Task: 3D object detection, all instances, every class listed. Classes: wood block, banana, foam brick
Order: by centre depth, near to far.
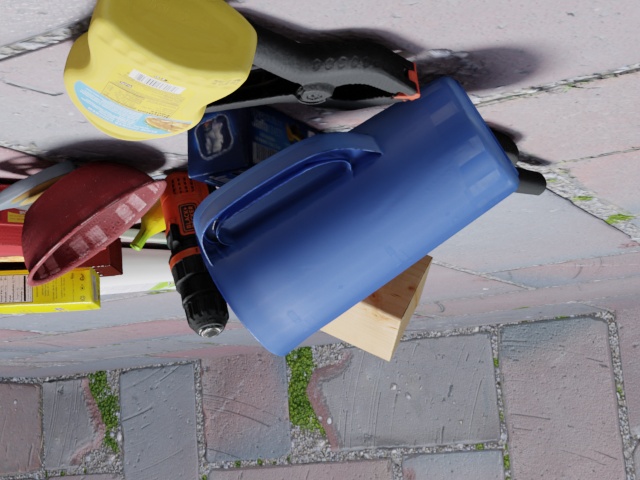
[{"bbox_3d":[0.001,0.031,1.123,0.206,0.090,0.091,23,146,10],"label":"wood block"},{"bbox_3d":[-0.134,-0.021,1.163,0.037,0.070,0.197,27,-168,33],"label":"banana"},{"bbox_3d":[-0.280,0.015,1.333,0.053,0.051,0.078,-5,169,2],"label":"foam brick"}]

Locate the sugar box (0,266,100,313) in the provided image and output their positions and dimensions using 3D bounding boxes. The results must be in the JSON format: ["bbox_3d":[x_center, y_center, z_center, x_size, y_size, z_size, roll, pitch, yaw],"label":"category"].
[{"bbox_3d":[-0.333,0.057,1.167,0.176,0.048,0.093,-5,172,-6],"label":"sugar box"}]

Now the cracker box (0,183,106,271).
[{"bbox_3d":[-0.341,-0.005,1.142,0.163,0.072,0.214,2,169,-30],"label":"cracker box"}]

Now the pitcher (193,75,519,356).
[{"bbox_3d":[0.026,-0.027,0.842,0.243,0.145,0.149,-33,-173,11],"label":"pitcher"}]

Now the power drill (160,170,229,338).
[{"bbox_3d":[-0.057,0.001,1.045,0.187,0.184,0.057,-8,149,-13],"label":"power drill"}]

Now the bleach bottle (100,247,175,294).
[{"bbox_3d":[-0.244,0.041,1.468,0.250,0.068,0.103,0,169,-33],"label":"bleach bottle"}]

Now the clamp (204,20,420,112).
[{"bbox_3d":[-0.015,-0.115,0.764,0.171,0.039,0.120,6,167,-27],"label":"clamp"}]

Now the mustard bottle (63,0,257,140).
[{"bbox_3d":[-0.117,-0.107,0.700,0.096,0.058,0.192,17,163,-20],"label":"mustard bottle"}]

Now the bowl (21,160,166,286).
[{"bbox_3d":[-0.225,-0.026,1.006,0.162,0.055,0.162,-39,177,-3],"label":"bowl"}]

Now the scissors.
[{"bbox_3d":[-0.319,-0.027,1.012,0.202,0.016,0.096,-25,179,3],"label":"scissors"}]
